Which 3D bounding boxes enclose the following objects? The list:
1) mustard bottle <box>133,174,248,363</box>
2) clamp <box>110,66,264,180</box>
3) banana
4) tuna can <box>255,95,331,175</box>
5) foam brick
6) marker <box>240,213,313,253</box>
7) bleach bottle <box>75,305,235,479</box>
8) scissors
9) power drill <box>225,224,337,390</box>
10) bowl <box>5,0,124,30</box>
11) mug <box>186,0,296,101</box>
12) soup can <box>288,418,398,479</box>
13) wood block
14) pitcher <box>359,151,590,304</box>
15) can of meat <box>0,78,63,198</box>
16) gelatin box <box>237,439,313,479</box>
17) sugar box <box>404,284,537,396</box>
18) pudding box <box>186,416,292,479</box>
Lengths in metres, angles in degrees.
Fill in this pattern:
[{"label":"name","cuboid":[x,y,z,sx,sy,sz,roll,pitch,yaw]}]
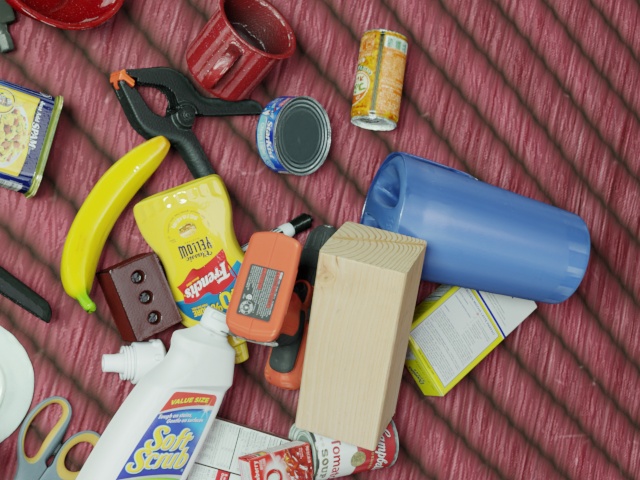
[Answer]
[{"label":"mustard bottle","cuboid":[-0.115,0.036,1.093,0.096,0.058,0.191,-20,98,0]},{"label":"clamp","cuboid":[-0.144,-0.117,1.107,0.171,0.039,0.120,21,72,-28]},{"label":"banana","cuboid":[-0.210,-0.019,1.052,0.037,0.070,0.197,58,47,-59]},{"label":"tuna can","cuboid":[-0.030,-0.114,1.156,0.085,0.034,0.086,-8,102,-45]},{"label":"foam brick","cuboid":[-0.182,0.057,1.067,0.052,0.051,0.078,-26,99,-27]},{"label":"marker","cuboid":[-0.058,0.001,1.156,0.121,0.020,0.020,-30,101,-27]},{"label":"bleach bottle","cuboid":[-0.158,0.178,1.030,0.102,0.068,0.251,28,88,-34]},{"label":"scissors","cuboid":[-0.276,0.250,1.024,0.096,0.016,0.201,27,75,-24]},{"label":"power drill","cuboid":[-0.029,0.052,1.088,0.057,0.187,0.184,11,77,17]},{"label":"bowl","cuboid":[-0.266,-0.271,1.028,0.161,0.055,0.162,14,68,-39]},{"label":"mug","cuboid":[-0.089,-0.192,1.094,0.093,0.082,0.117,38,38,-11]},{"label":"soup can","cuboid":[0.024,0.221,1.158,0.102,0.069,0.068,-5,89,-28]},{"label":"wood block","cuboid":[0.040,0.098,1.098,0.090,0.091,0.206,-47,149,-61]},{"label":"pitcher","cuboid":[0.171,-0.013,1.199,0.242,0.145,0.149,14,85,-16]},{"label":"can of meat","cuboid":[-0.300,-0.101,1.011,0.083,0.058,0.102,18,78,-24]},{"label":"gelatin box","cuboid":[-0.042,0.258,1.099,0.073,0.030,0.089,-10,93,-32]},{"label":"sugar box","cuboid":[0.168,0.094,1.257,0.176,0.048,0.093,-38,102,-28]},{"label":"pudding box","cuboid":[-0.093,0.234,1.111,0.113,0.039,0.090,23,76,-28]}]
